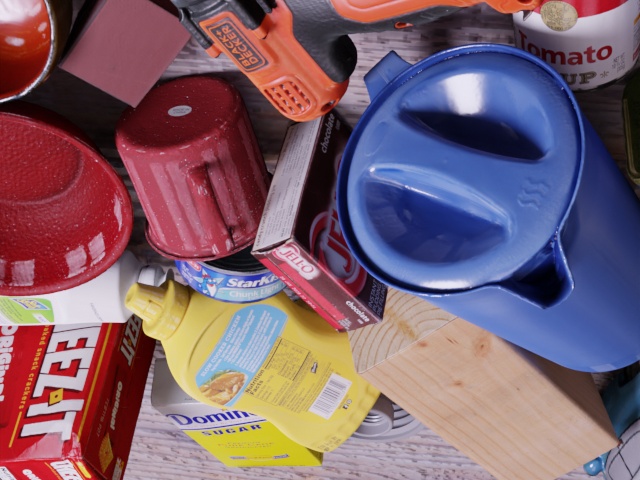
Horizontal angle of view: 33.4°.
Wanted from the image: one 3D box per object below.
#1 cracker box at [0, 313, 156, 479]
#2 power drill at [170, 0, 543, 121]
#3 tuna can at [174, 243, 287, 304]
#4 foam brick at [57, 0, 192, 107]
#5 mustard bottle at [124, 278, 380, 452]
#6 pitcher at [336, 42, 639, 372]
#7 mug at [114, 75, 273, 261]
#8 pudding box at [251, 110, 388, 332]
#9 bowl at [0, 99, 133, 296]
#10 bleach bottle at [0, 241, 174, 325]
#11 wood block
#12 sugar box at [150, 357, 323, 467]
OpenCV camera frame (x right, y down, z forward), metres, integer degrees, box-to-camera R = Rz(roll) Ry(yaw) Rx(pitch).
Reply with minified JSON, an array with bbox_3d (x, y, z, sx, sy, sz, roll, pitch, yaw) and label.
[{"bbox_3d":[-0.245,0.112,0.812,0.214,0.164,0.072,-5,140,15],"label":"cracker box"},{"bbox_3d":[0.000,-0.143,0.493,0.188,0.057,0.184,-10,137,41],"label":"power drill"},{"bbox_3d":[-0.055,0.001,0.710,0.086,0.086,0.034,9,135,-1],"label":"tuna can"},{"bbox_3d":[-0.104,-0.125,0.603,0.051,0.053,0.078,29,135,-22],"label":"foam brick"},{"bbox_3d":[-0.049,0.075,0.743,0.191,0.058,0.096,27,103,-26],"label":"mustard bottle"},{"bbox_3d":[0.119,-0.009,0.616,0.145,0.149,0.242,1,162,33],"label":"pitcher"},{"bbox_3d":[-0.074,-0.040,0.651,0.093,0.117,0.081,-18,131,-1],"label":"mug"},{"bbox_3d":[0.008,-0.013,0.665,0.039,0.113,0.090,-20,132,33],"label":"pudding box"},{"bbox_3d":[-0.196,-0.036,0.668,0.162,0.055,0.162,-2,137,-2],"label":"bowl"},{"bbox_3d":[-0.229,0.031,0.774,0.251,0.068,0.102,3,160,7],"label":"bleach bottle"},{"bbox_3d":[0.114,0.088,0.758,0.090,0.091,0.205,-34,130,21],"label":"wood block"},{"bbox_3d":[-0.063,0.144,0.878,0.093,0.048,0.176,-5,154,16],"label":"sugar box"}]
